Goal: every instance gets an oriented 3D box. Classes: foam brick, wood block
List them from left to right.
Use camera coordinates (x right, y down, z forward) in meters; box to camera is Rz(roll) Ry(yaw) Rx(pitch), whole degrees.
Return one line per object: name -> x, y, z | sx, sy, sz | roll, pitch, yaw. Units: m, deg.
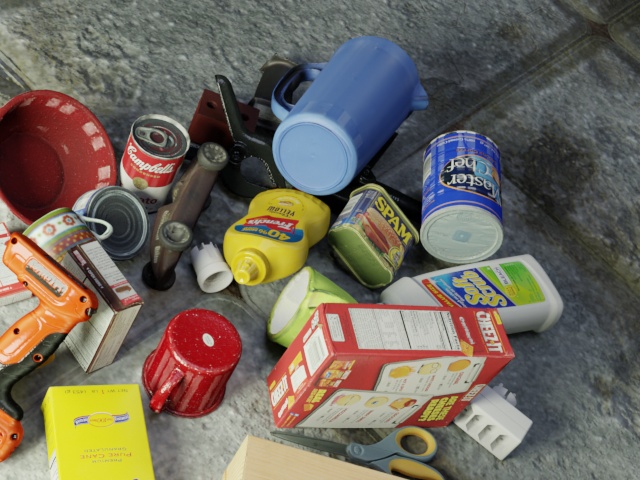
foam brick -> -0.125, -0.148, 1.359 | 0.078, 0.051, 0.053 | 20, 46, -10
wood block -> 0.008, 0.274, 1.040 | 0.206, 0.090, 0.090 | 18, 47, -12

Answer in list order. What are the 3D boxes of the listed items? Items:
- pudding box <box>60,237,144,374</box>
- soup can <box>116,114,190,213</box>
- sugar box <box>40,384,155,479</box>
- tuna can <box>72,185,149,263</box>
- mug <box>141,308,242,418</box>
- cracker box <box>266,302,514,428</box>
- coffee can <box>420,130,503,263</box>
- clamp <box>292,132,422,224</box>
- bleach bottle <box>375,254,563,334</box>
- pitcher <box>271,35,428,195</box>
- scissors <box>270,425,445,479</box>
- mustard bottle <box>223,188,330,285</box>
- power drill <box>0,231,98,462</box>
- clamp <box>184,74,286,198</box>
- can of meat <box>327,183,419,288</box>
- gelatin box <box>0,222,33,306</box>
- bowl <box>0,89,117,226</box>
pudding box -> -0.232, 0.067, 1.079 | 0.039, 0.114, 0.090 | -25, 67, -42
soup can -> -0.197, -0.087, 1.235 | 0.068, 0.102, 0.068 | 14, 48, -16
sugar box -> -0.206, 0.222, 1.007 | 0.093, 0.048, 0.176 | 1, 51, -26
tuna can -> -0.231, -0.017, 1.178 | 0.085, 0.034, 0.086 | 11, 73, -43
mug -> -0.136, 0.130, 1.095 | 0.093, 0.082, 0.117 | 38, 46, 7
cracker box -> 0.070, 0.135, 1.138 | 0.213, 0.164, 0.072 | 3, 53, -24
coffee can -> 0.180, -0.056, 1.361 | 0.102, 0.103, 0.140 | 18, 48, -12
clamp -> 0.061, -0.071, 1.397 | 0.209, 0.036, 0.165 | -12, 58, -38
bleach bottle -> 0.171, 0.081, 1.307 | 0.250, 0.068, 0.103 | -9, 56, -29
pitcher -> 0.021, -0.158, 1.345 | 0.145, 0.149, 0.242 | 55, 34, -14
scissors -> 0.049, 0.218, 1.160 | 0.201, 0.016, 0.096 | 27, 44, -3
mustard bottle -> -0.058, 0.001, 1.222 | 0.096, 0.058, 0.191 | 14, 28, 11
power drill -> -0.314, 0.086, 0.994 | 0.184, 0.057, 0.187 | 39, 87, -5
clamp -> -0.115, -0.104, 1.312 | 0.171, 0.120, 0.039 | 51, 6, -8
can of meat -> 0.064, -0.004, 1.311 | 0.102, 0.058, 0.083 | 51, 45, -17
gelatin box -> -0.349, 0.028, 1.112 | 0.073, 0.030, 0.089 | -17, 62, -35
bowl -> -0.307, -0.082, 1.181 | 0.161, 0.055, 0.162 | 13, 72, -43
